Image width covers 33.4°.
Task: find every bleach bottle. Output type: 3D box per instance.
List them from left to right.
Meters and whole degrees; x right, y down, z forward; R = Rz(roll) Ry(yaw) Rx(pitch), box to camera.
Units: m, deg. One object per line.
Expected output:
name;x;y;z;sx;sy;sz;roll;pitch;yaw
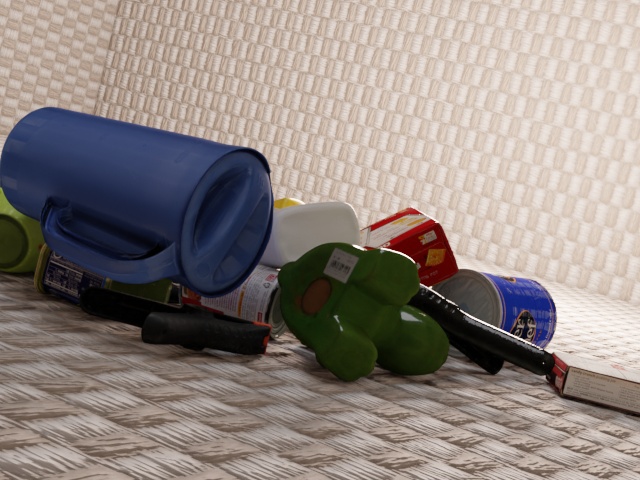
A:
bleach bottle;-0.058;0.001;1.178;0.102;0.068;0.251;-5;0;-26

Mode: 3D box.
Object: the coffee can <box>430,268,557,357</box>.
coffee can;0.205;0.090;1.276;0.103;0.103;0.140;18;6;40

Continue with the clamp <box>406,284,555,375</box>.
clamp;0.128;0.085;1.102;0.210;0.036;0.164;29;-11;2

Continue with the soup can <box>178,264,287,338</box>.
soup can;-0.081;0.053;1.069;0.102;0.068;0.068;16;5;21

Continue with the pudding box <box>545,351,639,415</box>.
pudding box;0.312;0.158;1.173;0.113;0.039;0.090;12;5;1

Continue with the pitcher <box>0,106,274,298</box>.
pitcher;-0.176;-0.040;0.952;0.243;0.145;0.149;17;-6;29

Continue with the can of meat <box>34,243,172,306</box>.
can of meat;-0.199;0.035;0.996;0.084;0.057;0.102;19;7;27

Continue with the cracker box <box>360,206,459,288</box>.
cracker box;0.067;0.031;1.295;0.164;0.072;0.214;-26;8;0

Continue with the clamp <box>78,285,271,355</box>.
clamp;-0.120;0.071;0.917;0.120;0.039;0.171;24;3;41
